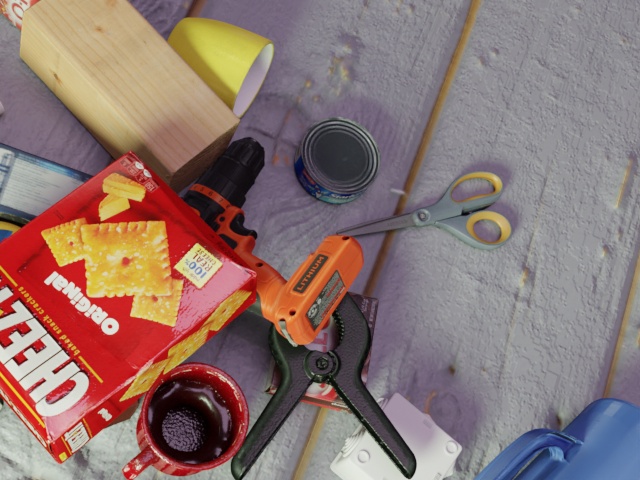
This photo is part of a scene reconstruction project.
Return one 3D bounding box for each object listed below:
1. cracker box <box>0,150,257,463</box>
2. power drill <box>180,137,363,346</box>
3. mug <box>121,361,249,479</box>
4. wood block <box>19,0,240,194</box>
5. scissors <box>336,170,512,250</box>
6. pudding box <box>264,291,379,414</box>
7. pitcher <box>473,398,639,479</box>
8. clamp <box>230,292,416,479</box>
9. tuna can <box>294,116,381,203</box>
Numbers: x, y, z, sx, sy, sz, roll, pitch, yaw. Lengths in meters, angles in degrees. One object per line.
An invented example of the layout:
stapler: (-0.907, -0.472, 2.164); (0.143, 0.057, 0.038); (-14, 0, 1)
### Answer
cracker box: (-0.184, 0.048, 0.880); (0.213, 0.072, 0.164); (-39, 73, -21)
power drill: (-0.056, 0.001, 0.987); (0.188, 0.057, 0.184); (24, 71, 29)
mug: (-0.125, 0.169, 0.932); (0.093, 0.082, 0.117); (47, 64, 3)
wood block: (-0.186, -0.146, 1.027); (0.206, 0.091, 0.090); (47, 64, 3)
scissors: (0.121, -0.010, 1.115); (0.201, 0.016, 0.096); (-28, 80, -24)
pudding box: (0.002, 0.101, 1.022); (0.090, 0.039, 0.113); (15, 66, -11)
pitcher: (0.225, 0.250, 0.986); (0.145, 0.149, 0.242); (39, 59, 20)
clamp: (-0.009, 0.122, 0.970); (0.164, 0.036, 0.210); (-6, 69, -9)
tuna can: (0.017, -0.082, 1.099); (0.086, 0.034, 0.086); (6, 68, -16)
